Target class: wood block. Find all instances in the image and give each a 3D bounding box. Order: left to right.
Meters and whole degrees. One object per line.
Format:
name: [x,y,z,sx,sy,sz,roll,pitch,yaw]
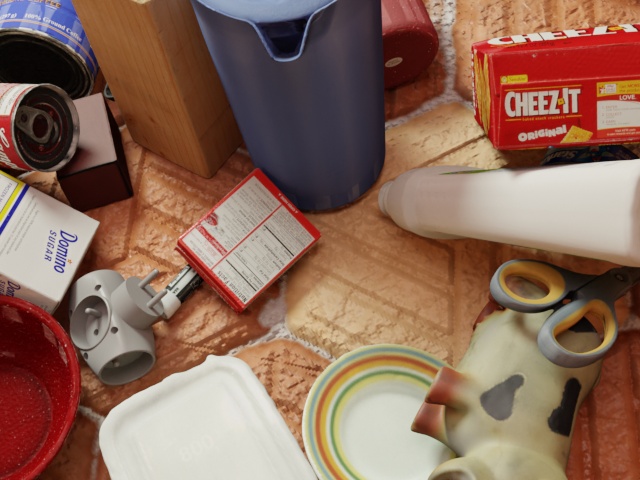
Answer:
wood block: [-0.115,-0.154,0.833,0.090,0.206,0.090,28,66,23]

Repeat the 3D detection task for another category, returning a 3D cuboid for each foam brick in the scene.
foam brick: [-0.192,-0.073,0.885,0.051,0.053,0.078,-17,56,-2]

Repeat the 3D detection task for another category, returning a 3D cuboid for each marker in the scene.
marker: [-0.085,0.012,0.835,0.020,0.020,0.121,32,67,25]

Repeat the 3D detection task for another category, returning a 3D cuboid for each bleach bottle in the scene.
bleach bottle: [0.140,-0.025,0.747,0.251,0.102,0.068,6,97,52]

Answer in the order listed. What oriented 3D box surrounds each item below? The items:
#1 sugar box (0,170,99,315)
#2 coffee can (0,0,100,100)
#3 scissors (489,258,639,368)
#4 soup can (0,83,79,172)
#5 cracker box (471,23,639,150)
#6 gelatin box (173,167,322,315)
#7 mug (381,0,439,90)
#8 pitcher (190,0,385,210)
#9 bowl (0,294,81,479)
sugar box: [-0.265,-0.014,0.803,0.176,0.048,0.093,31,42,-14]
coffee can: [-0.232,-0.203,0.943,0.103,0.103,0.140,4,59,11]
scissors: [0.184,0.022,0.732,0.096,0.016,0.201,33,39,14]
soup can: [-0.251,-0.090,0.842,0.102,0.068,0.068,6,57,33]
cracker box: [0.196,-0.116,0.769,0.164,0.072,0.213,-3,13,6]
gelatin box: [-0.055,0.001,0.817,0.073,0.030,0.089,46,73,3]
mug: [0.043,-0.184,0.888,0.093,0.117,0.081,-33,59,24]
pitcher: [-0.014,-0.138,0.786,0.145,0.243,0.149,33,68,25]
bowl: [-0.244,0.121,0.763,0.162,0.055,0.162,-3,62,5]
